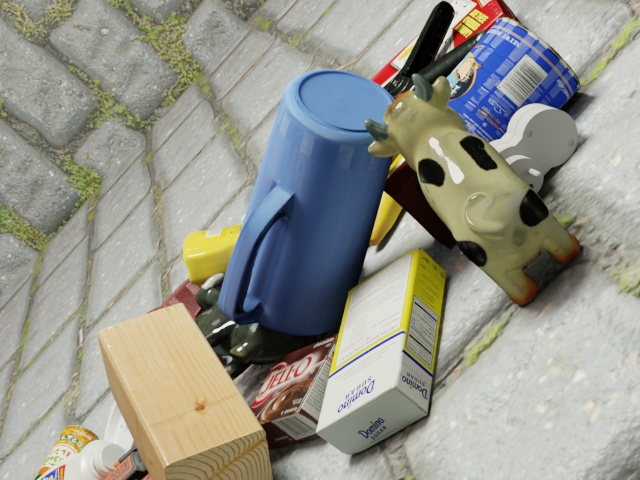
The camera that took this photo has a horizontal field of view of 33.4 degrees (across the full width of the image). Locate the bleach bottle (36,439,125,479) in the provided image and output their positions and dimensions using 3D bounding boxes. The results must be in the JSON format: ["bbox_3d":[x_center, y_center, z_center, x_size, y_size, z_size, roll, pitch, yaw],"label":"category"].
[{"bbox_3d":[-0.274,0.279,1.173,0.251,0.068,0.102,-46,31,42],"label":"bleach bottle"}]

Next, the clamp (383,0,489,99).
[{"bbox_3d":[0.098,-0.158,1.124,0.210,0.036,0.165,-52,22,5],"label":"clamp"}]

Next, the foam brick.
[{"bbox_3d":[0.105,-0.040,1.003,0.053,0.078,0.051,-48,16,2],"label":"foam brick"}]

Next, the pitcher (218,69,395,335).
[{"bbox_3d":[-0.011,-0.031,0.999,0.149,0.145,0.243,-95,16,-47],"label":"pitcher"}]

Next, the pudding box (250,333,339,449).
[{"bbox_3d":[-0.019,0.141,0.986,0.114,0.039,0.090,-26,29,51],"label":"pudding box"}]

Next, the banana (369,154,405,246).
[{"bbox_3d":[0.103,-0.079,1.151,0.198,0.037,0.070,-50,18,-2],"label":"banana"}]

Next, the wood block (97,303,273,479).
[{"bbox_3d":[-0.126,0.156,0.967,0.090,0.090,0.206,-18,35,-18],"label":"wood block"}]

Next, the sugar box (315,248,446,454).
[{"bbox_3d":[0.055,0.092,0.908,0.093,0.048,0.176,-36,26,34],"label":"sugar box"}]

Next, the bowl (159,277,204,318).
[{"bbox_3d":[-0.169,0.112,1.366,0.162,0.055,0.162,-43,19,18],"label":"bowl"}]

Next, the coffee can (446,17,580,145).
[{"bbox_3d":[0.159,-0.124,1.007,0.140,0.102,0.103,-48,18,1],"label":"coffee can"}]

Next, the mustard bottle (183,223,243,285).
[{"bbox_3d":[-0.058,0.002,1.228,0.191,0.058,0.096,-13,12,3],"label":"mustard bottle"}]

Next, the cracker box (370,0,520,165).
[{"bbox_3d":[0.139,-0.190,1.240,0.214,0.072,0.164,-41,21,19],"label":"cracker box"}]
